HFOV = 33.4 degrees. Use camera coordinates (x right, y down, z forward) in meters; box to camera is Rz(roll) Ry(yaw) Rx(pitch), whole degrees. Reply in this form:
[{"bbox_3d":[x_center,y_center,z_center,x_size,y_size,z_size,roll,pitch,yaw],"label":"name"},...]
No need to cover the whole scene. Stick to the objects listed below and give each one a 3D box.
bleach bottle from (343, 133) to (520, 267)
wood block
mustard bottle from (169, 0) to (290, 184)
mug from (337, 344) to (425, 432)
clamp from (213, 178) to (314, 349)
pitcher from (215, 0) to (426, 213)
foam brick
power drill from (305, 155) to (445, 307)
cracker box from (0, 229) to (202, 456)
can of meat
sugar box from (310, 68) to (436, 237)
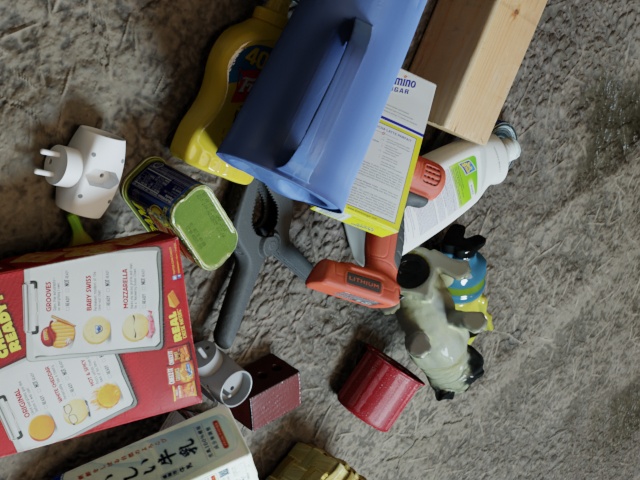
[{"bbox_3d":[0.146,-0.059,1.312,0.250,0.068,0.102,-28,119,-24],"label":"bleach bottle"},{"bbox_3d":[0.181,-0.229,1.267,0.090,0.090,0.206,17,98,-47],"label":"wood block"},{"bbox_3d":[-0.075,-0.157,1.070,0.096,0.058,0.192,19,96,-44],"label":"mustard bottle"},{"bbox_3d":[0.076,0.193,1.393,0.081,0.093,0.117,-56,176,2],"label":"mug"},{"bbox_3d":[-0.058,0.001,1.185,0.164,0.036,0.210,-23,122,-42],"label":"clamp"},{"bbox_3d":[0.011,-0.156,1.008,0.144,0.149,0.243,29,84,-53],"label":"pitcher"},{"bbox_3d":[-0.068,0.178,1.257,0.078,0.053,0.051,-25,127,-35],"label":"foam brick"},{"bbox_3d":[0.042,-0.030,1.186,0.184,0.057,0.187,19,77,-19],"label":"power drill"},{"bbox_3d":[-0.227,0.091,0.977,0.213,0.072,0.164,-12,102,-24],"label":"cracker box"},{"bbox_3d":[-0.137,-0.025,1.057,0.057,0.084,0.102,-47,136,-18],"label":"can of meat"},{"bbox_3d":[0.058,-0.102,1.148,0.093,0.048,0.176,22,72,-19],"label":"sugar box"}]
